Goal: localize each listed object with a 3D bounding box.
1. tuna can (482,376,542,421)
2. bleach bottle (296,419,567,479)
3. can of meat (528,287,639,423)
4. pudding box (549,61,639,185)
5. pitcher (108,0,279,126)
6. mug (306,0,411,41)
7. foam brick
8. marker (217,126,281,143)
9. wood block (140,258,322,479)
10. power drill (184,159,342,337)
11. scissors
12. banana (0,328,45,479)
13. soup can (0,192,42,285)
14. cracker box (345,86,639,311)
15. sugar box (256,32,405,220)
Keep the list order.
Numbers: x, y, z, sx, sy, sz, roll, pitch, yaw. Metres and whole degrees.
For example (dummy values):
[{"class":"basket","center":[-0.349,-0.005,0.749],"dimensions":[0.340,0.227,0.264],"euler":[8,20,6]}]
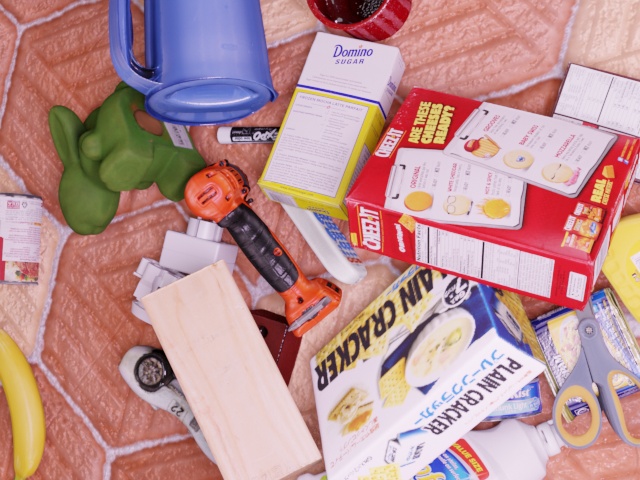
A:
[{"class":"tuna can","center":[0.161,0.146,0.987],"dimensions":[0.086,0.086,0.034],"euler":[-7,85,21]},{"class":"bleach bottle","center":[0.107,0.224,1.003],"dimensions":[0.251,0.068,0.102],"euler":[-25,42,6]},{"class":"can of meat","center":[0.244,0.103,0.972],"dimensions":[0.084,0.057,0.102],"euler":[-26,78,16]},{"class":"pudding box","center":[0.270,-0.107,0.985],"dimensions":[0.114,0.039,0.090],"euler":[20,94,20]},{"class":"pitcher","center":[-0.131,-0.249,1.096],"dimensions":[0.145,0.149,0.243],"euler":[-8,77,7]},{"class":"mug","center":[0.053,-0.249,1.058],"dimensions":[0.117,0.081,0.093],"euler":[-19,80,20]},{"class":"foam brick","center":[-0.056,0.114,1.094],"dimensions":[0.053,0.051,0.078],"euler":[16,92,22]},{"class":"marker","center":[-0.051,-0.111,1.125],"dimensions":[0.121,0.020,0.020],"euler":[2,87,22]},{"class":"wood block","center":[-0.083,0.135,1.015],"dimensions":[0.090,0.091,0.206],"euler":[-26,76,-6]},{"class":"power drill","center":[-0.057,0.001,1.060],"dimensions":[0.057,0.184,0.187],"euler":[-41,93,8]},{"class":"scissors","center":[0.223,0.095,0.941],"dimensions":[0.096,0.016,0.202],"euler":[-30,77,13]},{"class":"banana","center":[-0.349,0.184,1.216],"dimensions":[0.070,0.037,0.198],"euler":[-15,81,20]},{"class":"soup can","center":[-0.353,-0.001,1.213],"dimensions":[0.069,0.068,0.102],"euler":[1,86,22]},{"class":"cracker box","center":[0.151,-0.040,0.930],"dimensions":[0.214,0.072,0.164],"euler":[15,50,20]},{"class":"sugar box","center":[0.013,-0.115,1.062],"dimensions":[0.093,0.048,0.176],"euler":[16,73,21]}]
